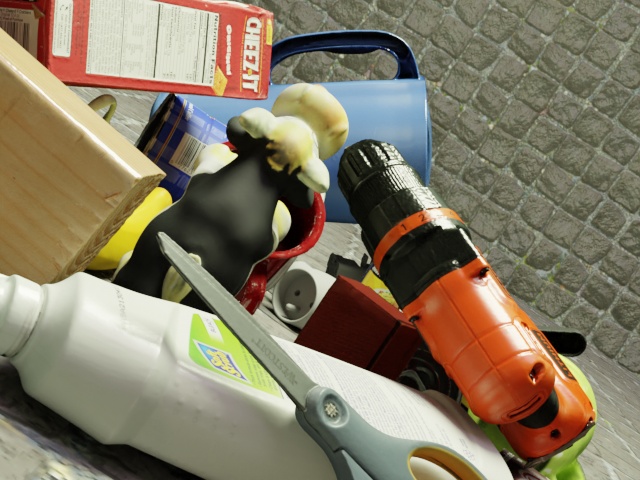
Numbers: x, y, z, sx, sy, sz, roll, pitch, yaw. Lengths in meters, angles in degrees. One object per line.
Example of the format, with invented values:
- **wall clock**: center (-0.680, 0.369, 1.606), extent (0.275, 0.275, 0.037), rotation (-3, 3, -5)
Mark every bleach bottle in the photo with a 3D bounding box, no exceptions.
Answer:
- **bleach bottle**: center (-0.034, 0.071, 0.469), extent (0.250, 0.068, 0.103), rotation (27, 10, -27)

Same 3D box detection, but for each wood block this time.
- **wood block**: center (-0.180, -0.064, 0.482), extent (0.206, 0.091, 0.090), rotation (42, 2, -4)

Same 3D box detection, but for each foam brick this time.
- **foam brick**: center (0.018, 0.070, 0.652), extent (0.051, 0.078, 0.053), rotation (36, 5, 26)

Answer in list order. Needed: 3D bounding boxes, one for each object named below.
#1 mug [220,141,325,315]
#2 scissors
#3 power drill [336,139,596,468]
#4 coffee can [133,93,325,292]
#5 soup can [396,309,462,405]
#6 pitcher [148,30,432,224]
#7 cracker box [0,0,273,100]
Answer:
- **mug**: center (-0.055, 0.001, 0.727), extent (0.093, 0.082, 0.117), rotation (10, 56, -27)
- **scissors**: center (0.002, 0.087, 0.413), extent (0.201, 0.016, 0.096), rotation (37, 47, -20)
- **power drill**: center (0.085, 0.043, 0.610), extent (0.187, 0.057, 0.184), rotation (43, 15, -54)
- **coffee can**: center (-0.082, -0.036, 0.834), extent (0.140, 0.103, 0.103), rotation (31, 7, -15)
- **soup can**: center (0.058, 0.089, 0.740), extent (0.068, 0.068, 0.102), rotation (32, 6, -4)
- **pitcher**: center (-0.024, -0.088, 0.936), extent (0.243, 0.149, 0.145), rotation (1, -34, 2)
- **cracker box**: center (-0.158, -0.139, 0.712), extent (0.164, 0.072, 0.213), rotation (12, 10, 32)
